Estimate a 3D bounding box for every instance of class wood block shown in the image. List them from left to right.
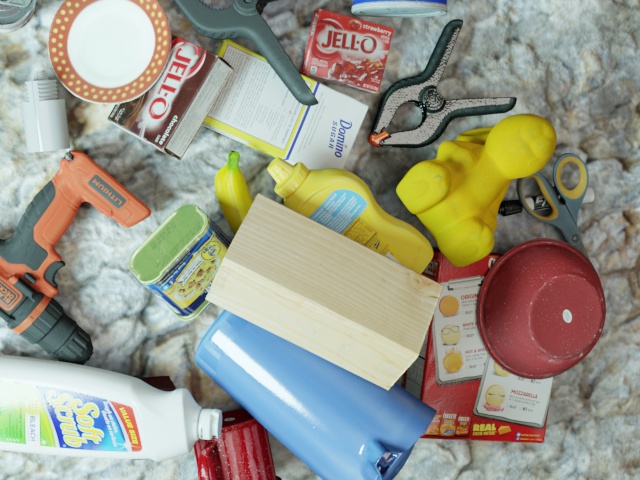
[{"bbox_3d":[0.003,0.052,1.061,0.206,0.090,0.090,26,55,-2],"label":"wood block"}]

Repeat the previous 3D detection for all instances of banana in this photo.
[{"bbox_3d":[-0.066,-0.003,1.145,0.037,0.070,0.198,-32,103,-15],"label":"banana"}]

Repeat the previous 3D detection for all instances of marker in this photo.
[{"bbox_3d":[0.264,-0.046,1.257,0.121,0.020,0.020,-9,99,-14],"label":"marker"}]

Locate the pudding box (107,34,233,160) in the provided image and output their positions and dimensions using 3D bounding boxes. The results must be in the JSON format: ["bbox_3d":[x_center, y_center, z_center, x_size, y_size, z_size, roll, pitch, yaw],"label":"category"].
[{"bbox_3d":[-0.154,-0.150,1.094,0.039,0.090,0.113,28,90,-56],"label":"pudding box"}]

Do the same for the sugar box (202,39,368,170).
[{"bbox_3d":[-0.046,-0.138,1.148,0.176,0.048,0.093,24,87,-19],"label":"sugar box"}]

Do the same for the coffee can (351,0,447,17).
[{"bbox_3d":[0.085,-0.312,1.132,0.102,0.103,0.140,-1,97,-15],"label":"coffee can"}]

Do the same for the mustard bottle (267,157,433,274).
[{"bbox_3d":[0.020,-0.018,1.114,0.191,0.058,0.096,41,105,-16],"label":"mustard bottle"}]

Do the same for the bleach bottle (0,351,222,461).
[{"bbox_3d":[-0.226,0.170,1.083,0.251,0.068,0.102,3,101,4],"label":"bleach bottle"}]

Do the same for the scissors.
[{"bbox_3d":[0.306,-0.023,1.256,0.096,0.016,0.201,-46,115,2],"label":"scissors"}]

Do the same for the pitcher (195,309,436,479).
[{"bbox_3d":[-0.009,0.161,1.130,0.243,0.149,0.144,38,45,7],"label":"pitcher"}]

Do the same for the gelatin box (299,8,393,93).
[{"bbox_3d":[0.028,-0.207,1.167,0.089,0.030,0.073,12,93,-17],"label":"gelatin box"}]

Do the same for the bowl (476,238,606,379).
[{"bbox_3d":[0.257,0.080,1.179,0.162,0.055,0.162,-2,96,-18],"label":"bowl"}]

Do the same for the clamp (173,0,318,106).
[{"bbox_3d":[-0.069,-0.232,1.092,0.210,0.036,0.164,12,82,6],"label":"clamp"}]

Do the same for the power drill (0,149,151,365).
[{"bbox_3d":[-0.263,0.015,1.101,0.184,0.057,0.187,43,84,-19],"label":"power drill"}]

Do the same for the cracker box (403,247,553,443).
[{"bbox_3d":[0.186,0.120,1.229,0.164,0.072,0.214,5,94,-18],"label":"cracker box"}]

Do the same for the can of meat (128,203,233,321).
[{"bbox_3d":[-0.139,0.022,1.116,0.102,0.058,0.084,-47,141,-5],"label":"can of meat"}]

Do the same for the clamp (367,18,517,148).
[{"bbox_3d":[0.133,-0.152,1.194,0.171,0.039,0.120,-44,87,-3],"label":"clamp"}]

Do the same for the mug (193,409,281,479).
[{"bbox_3d":[-0.099,0.234,1.146,0.093,0.117,0.081,-8,95,27],"label":"mug"}]

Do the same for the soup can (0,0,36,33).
[{"bbox_3d":[-0.309,-0.238,1.034,0.068,0.102,0.068,-2,97,-15],"label":"soup can"}]
